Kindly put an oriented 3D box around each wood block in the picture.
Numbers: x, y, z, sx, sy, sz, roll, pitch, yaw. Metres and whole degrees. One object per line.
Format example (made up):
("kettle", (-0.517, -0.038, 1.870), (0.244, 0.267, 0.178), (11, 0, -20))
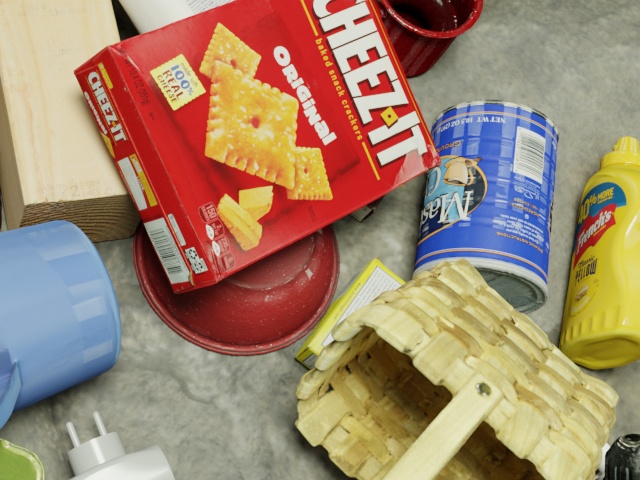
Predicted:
("wood block", (-0.191, -0.107, 0.772), (0.090, 0.091, 0.206), (-7, 71, -23))

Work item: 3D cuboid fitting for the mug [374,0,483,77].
("mug", (0.067, -0.185, 0.886), (0.117, 0.082, 0.093), (-24, 78, -24))

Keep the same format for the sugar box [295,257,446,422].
("sugar box", (0.079, 0.103, 0.800), (0.176, 0.048, 0.093), (39, 66, -3))

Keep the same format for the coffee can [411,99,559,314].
("coffee can", (0.129, -0.023, 0.831), (0.102, 0.103, 0.140), (14, 66, -11))

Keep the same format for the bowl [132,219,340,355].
("bowl", (-0.055, 0.001, 0.793), (0.162, 0.055, 0.162), (6, 68, -15))

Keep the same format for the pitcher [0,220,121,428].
("pitcher", (-0.247, 0.074, 0.655), (0.242, 0.145, 0.149), (-19, 79, -30))

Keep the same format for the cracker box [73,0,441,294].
("cracker box", (-0.035, -0.083, 0.733), (0.213, 0.072, 0.164), (-28, 98, -32))
